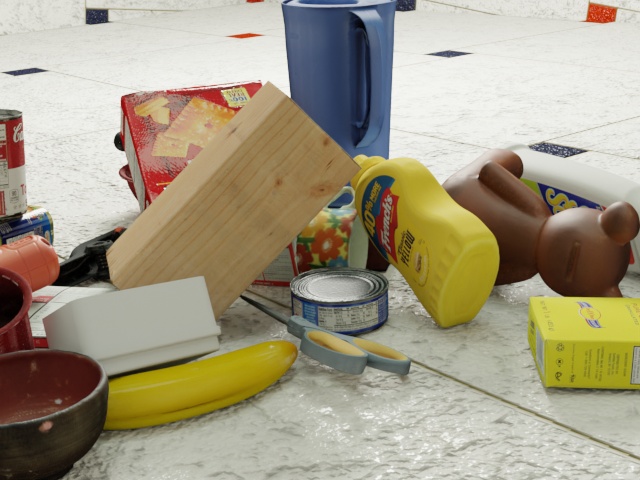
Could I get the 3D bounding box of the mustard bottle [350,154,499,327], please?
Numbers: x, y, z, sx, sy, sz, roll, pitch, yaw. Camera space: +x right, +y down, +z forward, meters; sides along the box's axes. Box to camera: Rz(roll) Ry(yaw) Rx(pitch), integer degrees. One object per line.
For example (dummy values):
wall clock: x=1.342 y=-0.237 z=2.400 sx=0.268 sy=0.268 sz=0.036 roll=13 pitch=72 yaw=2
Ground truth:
mustard bottle: x=0.080 y=-0.018 z=0.939 sx=0.058 sy=0.096 sz=0.192 roll=-13 pitch=42 yaw=-25

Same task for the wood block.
wood block: x=-0.077 y=-0.025 z=0.900 sx=0.206 sy=0.090 sz=0.091 roll=-46 pitch=21 yaw=3

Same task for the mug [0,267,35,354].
mug: x=-0.263 y=0.075 z=0.779 sx=0.117 sy=0.081 sz=0.093 roll=8 pitch=36 yaw=11

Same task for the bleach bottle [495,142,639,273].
bleach bottle: x=0.270 y=-0.027 z=1.022 sx=0.067 sy=0.102 sz=0.251 roll=-22 pitch=25 yaw=-35

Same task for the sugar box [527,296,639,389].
sugar box: x=0.251 y=0.076 z=0.805 sx=0.176 sy=0.048 sz=0.093 roll=-2 pitch=18 yaw=4

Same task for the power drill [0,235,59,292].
power drill: x=-0.335 y=0.045 z=0.901 sx=0.184 sy=0.057 sz=0.188 roll=-24 pitch=18 yaw=-36

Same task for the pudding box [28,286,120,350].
pudding box: x=-0.222 y=0.073 z=0.883 sx=0.090 sy=0.039 sz=0.113 roll=2 pitch=21 yaw=15

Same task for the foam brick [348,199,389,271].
foam brick: x=0.048 y=-0.007 z=1.071 sx=0.053 sy=0.051 sz=0.078 roll=2 pitch=19 yaw=15

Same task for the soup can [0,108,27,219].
soup can: x=-0.330 y=-0.077 z=1.067 sx=0.068 sy=0.102 sz=0.068 roll=1 pitch=15 yaw=0

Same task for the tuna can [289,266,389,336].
tuna can: x=0.017 y=0.052 z=0.924 sx=0.086 sy=0.034 sz=0.086 roll=-2 pitch=18 yaw=1

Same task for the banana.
banana: x=-0.100 y=0.104 z=0.777 sx=0.197 sy=0.037 sz=0.070 roll=-9 pitch=20 yaw=-20

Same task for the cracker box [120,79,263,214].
cracker box: x=-0.116 y=-0.078 z=1.140 sx=0.164 sy=0.072 sz=0.214 roll=-8 pitch=47 yaw=-16

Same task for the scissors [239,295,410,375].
scissors: x=0.003 y=0.075 z=0.860 sx=0.096 sy=0.016 sz=0.202 roll=13 pitch=5 yaw=-21

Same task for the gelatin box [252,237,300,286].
gelatin box: x=-0.057 y=0.001 z=0.998 sx=0.073 sy=0.089 sz=0.030 roll=3 pitch=41 yaw=16

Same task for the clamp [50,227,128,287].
clamp: x=-0.204 y=0.020 z=1.038 sx=0.120 sy=0.039 sz=0.171 roll=-1 pitch=19 yaw=13

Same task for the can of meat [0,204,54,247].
can of meat: x=-0.341 y=-0.005 z=1.110 sx=0.102 sy=0.057 sz=0.083 roll=8 pitch=18 yaw=28

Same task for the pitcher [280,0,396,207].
pitcher: x=0.028 y=-0.164 z=1.246 sx=0.145 sy=0.243 sz=0.149 roll=5 pitch=20 yaw=21
